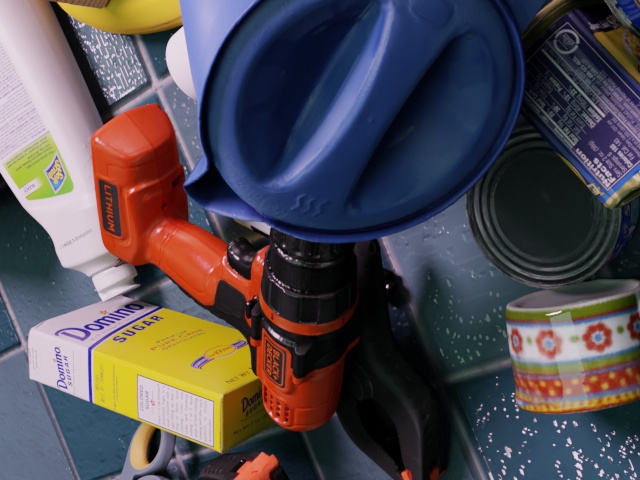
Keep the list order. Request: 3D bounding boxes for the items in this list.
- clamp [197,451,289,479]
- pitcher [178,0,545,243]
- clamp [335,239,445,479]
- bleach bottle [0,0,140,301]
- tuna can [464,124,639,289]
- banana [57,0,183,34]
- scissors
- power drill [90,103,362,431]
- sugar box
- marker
[{"bbox_3d":[-0.029,0.196,0.678,0.165,0.036,0.210,39,153,17],"label":"clamp"},{"bbox_3d":[0.001,-0.126,0.502,0.243,0.149,0.145,-110,25,-49],"label":"pitcher"},{"bbox_3d":[0.030,0.070,0.635,0.171,0.039,0.120,54,148,2],"label":"clamp"},{"bbox_3d":[-0.200,-0.073,0.762,0.103,0.067,0.251,-25,89,40],"label":"bleach bottle"},{"bbox_3d":[0.121,-0.020,0.556,0.086,0.033,0.086,11,109,34],"label":"tuna can"},{"bbox_3d":[-0.104,-0.167,0.683,0.198,0.037,0.069,-13,77,37],"label":"banana"},{"bbox_3d":[-0.155,0.183,0.823,0.202,0.016,0.096,-14,66,55],"label":"scissors"},{"bbox_3d":[-0.054,0.001,0.601,0.188,0.057,0.184,40,143,30],"label":"power drill"},{"bbox_3d":[-0.103,0.083,0.714,0.176,0.093,0.048,15,110,32],"label":"sugar box"},{"bbox_3d":[-0.004,0.004,0.665,0.121,0.020,0.020,28,118,27],"label":"marker"}]
